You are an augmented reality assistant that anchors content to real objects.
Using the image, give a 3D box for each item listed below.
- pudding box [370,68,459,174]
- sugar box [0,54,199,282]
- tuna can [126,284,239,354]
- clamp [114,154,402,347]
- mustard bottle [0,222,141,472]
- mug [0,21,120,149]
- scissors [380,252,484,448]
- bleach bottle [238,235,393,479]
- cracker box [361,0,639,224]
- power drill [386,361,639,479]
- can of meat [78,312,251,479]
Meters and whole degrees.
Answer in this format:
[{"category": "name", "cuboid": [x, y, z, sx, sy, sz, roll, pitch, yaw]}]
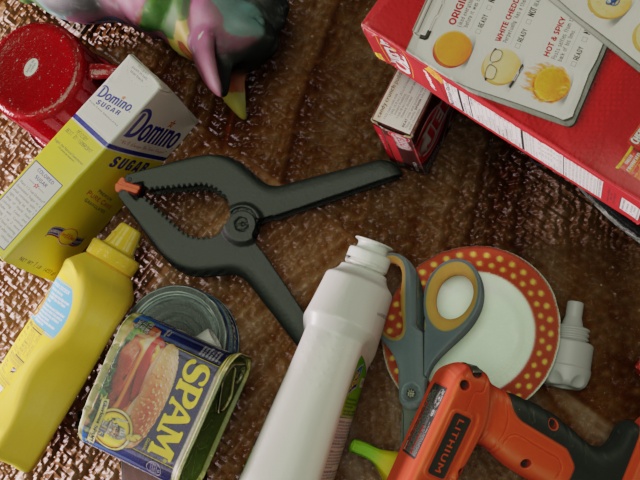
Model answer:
[{"category": "pudding box", "cuboid": [0.082, -0.114, 0.785, 0.039, 0.090, 0.113, 23, 83, 16]}, {"category": "sugar box", "cuboid": [-0.176, -0.052, 0.821, 0.048, 0.093, 0.176, 44, 89, 16]}, {"category": "tuna can", "cuboid": [-0.107, 0.077, 0.810, 0.086, 0.033, 0.086, -2, 78, 11]}, {"category": "clamp", "cuboid": [-0.055, 0.001, 0.804, 0.210, 0.036, 0.164, 11, 81, 2]}, {"category": "mustard bottle", "cuboid": [-0.192, 0.072, 0.801, 0.058, 0.096, 0.191, 33, 83, -25]}, {"category": "mug", "cuboid": [-0.199, -0.122, 0.846, 0.117, 0.081, 0.093, -1, 78, 11]}, {"category": "scissors", "cuboid": [0.082, 0.096, 0.747, 0.096, 0.016, 0.202, -19, 64, 14]}, {"category": "bleach bottle", "cuboid": [-0.005, 0.120, 0.740, 0.068, 0.102, 0.251, 20, 85, 9]}, {"category": "cracker box", "cuboid": [0.161, -0.136, 0.677, 0.214, 0.072, 0.164, 36, 88, 17]}, {"category": "power drill", "cuboid": [0.140, 0.176, 0.702, 0.187, 0.057, 0.184, 25, 83, -9]}, {"category": "can of meat", "cuboid": [-0.108, 0.110, 0.735, 0.084, 0.057, 0.102, 22, 84, 15]}]
